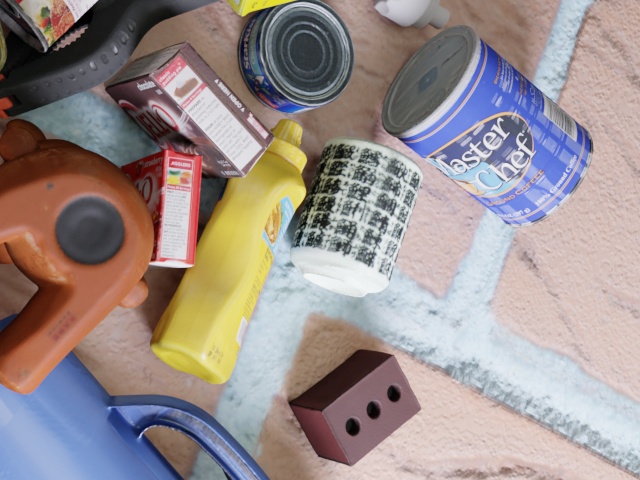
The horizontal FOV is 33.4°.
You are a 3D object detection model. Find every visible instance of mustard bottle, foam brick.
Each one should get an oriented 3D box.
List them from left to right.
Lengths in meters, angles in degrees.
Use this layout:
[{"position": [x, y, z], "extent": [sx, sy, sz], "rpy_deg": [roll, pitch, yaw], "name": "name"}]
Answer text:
[{"position": [-0.055, 0.001, 0.746], "extent": [0.058, 0.096, 0.191], "rpy_deg": [20, 74, 7], "name": "mustard bottle"}, {"position": [0.027, 0.126, 0.813], "extent": [0.078, 0.051, 0.053], "rpy_deg": [-35, 105, -27], "name": "foam brick"}]

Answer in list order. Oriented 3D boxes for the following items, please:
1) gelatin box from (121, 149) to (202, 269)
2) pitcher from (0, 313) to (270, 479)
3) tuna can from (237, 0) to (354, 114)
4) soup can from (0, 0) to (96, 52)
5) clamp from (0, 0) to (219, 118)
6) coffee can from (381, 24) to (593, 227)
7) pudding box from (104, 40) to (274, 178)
[{"position": [-0.111, -0.019, 0.716], "extent": [0.030, 0.089, 0.073], "rpy_deg": [7, 84, -29], "name": "gelatin box"}, {"position": [-0.141, 0.161, 0.666], "extent": [0.243, 0.145, 0.149], "rpy_deg": [56, 49, -13], "name": "pitcher"}, {"position": [-0.017, -0.141, 0.810], "extent": [0.086, 0.034, 0.086], "rpy_deg": [2, 87, -31], "name": "tuna can"}, {"position": [-0.158, -0.175, 0.655], "extent": [0.102, 0.069, 0.068], "rpy_deg": [-48, 111, -12], "name": "soup can"}, {"position": [-0.140, -0.162, 0.708], "extent": [0.210, 0.165, 0.036], "rpy_deg": [-38, 141, -7], "name": "clamp"}, {"position": [0.134, -0.090, 0.857], "extent": [0.140, 0.103, 0.102], "rpy_deg": [34, 71, -25], "name": "coffee can"}, {"position": [-0.090, -0.085, 0.718], "extent": [0.090, 0.114, 0.039], "rpy_deg": [46, 71, -20], "name": "pudding box"}]
